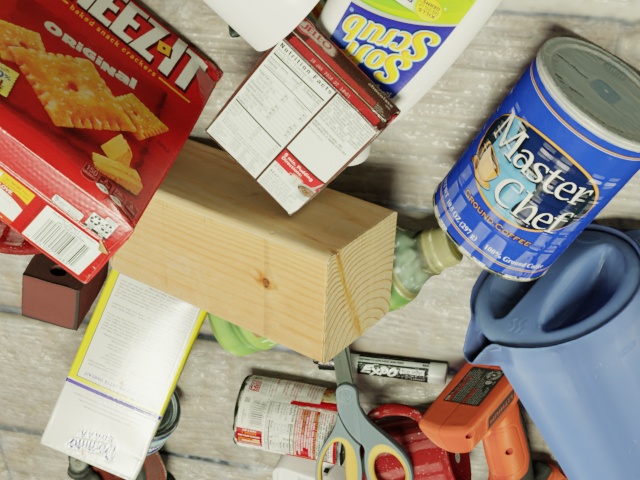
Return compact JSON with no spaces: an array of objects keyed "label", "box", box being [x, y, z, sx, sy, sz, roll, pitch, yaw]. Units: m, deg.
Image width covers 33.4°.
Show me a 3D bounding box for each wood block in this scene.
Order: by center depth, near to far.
[{"label":"wood block","box":[-0.056,0.001,0.803,0.206,0.090,0.091,21,125,29]}]

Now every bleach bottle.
[{"label":"bleach bottle","box":[0.046,-0.128,0.713,0.102,0.068,0.251,30,133,-2]}]

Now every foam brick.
[{"label":"foam brick","box":[-0.222,0.031,0.934,0.053,0.078,0.051,15,129,1]}]

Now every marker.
[{"label":"marker","box":[0.053,0.113,0.955,0.121,0.020,0.020,5,128,12]}]

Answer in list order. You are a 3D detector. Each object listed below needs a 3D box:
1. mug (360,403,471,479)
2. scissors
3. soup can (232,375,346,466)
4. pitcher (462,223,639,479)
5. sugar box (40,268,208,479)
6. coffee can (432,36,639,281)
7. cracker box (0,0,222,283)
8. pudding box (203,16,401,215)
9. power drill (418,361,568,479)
[{"label":"mug","box":[0.082,0.191,0.964,0.082,0.093,0.117,-15,119,20]},{"label":"scissors","box":[0.041,0.143,0.922,0.096,0.016,0.202,9,98,12]},{"label":"soup can","box":[-0.024,0.166,0.988,0.102,0.068,0.068,9,129,10]},{"label":"pitcher","box":[0.230,0.109,0.841,0.149,0.144,0.242,-5,130,35]},{"label":"sugar box","box":[-0.171,0.114,0.949,0.093,0.048,0.176,24,97,-2]},{"label":"coffee can","box":[0.157,-0.054,0.739,0.102,0.102,0.140,29,130,-7]},{"label":"cracker box","box":[-0.171,-0.099,0.729,0.164,0.213,0.072,39,126,-15]},{"label":"pudding box","box":[-0.014,-0.081,0.714,0.090,0.039,0.114,45,133,-3]},{"label":"power drill","box":[0.144,0.211,0.913,0.057,0.184,0.187,3,124,39]}]
